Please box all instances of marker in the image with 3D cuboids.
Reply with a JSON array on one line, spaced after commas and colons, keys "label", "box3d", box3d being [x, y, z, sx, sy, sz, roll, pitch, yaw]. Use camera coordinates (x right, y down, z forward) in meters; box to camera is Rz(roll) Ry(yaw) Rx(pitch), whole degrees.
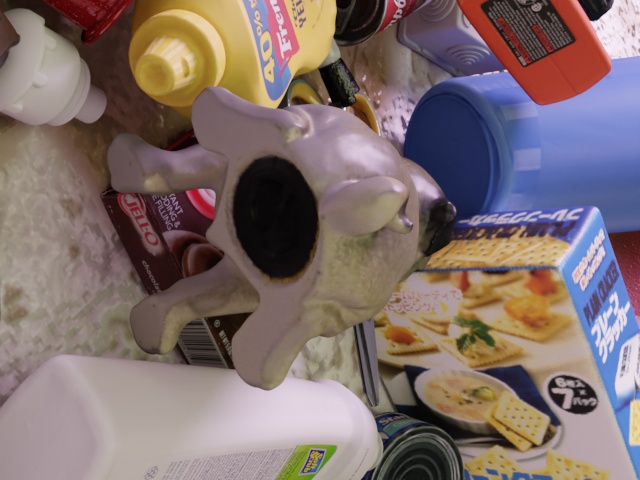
[{"label": "marker", "box3d": [-0.009, -0.133, 0.623, 0.020, 0.020, 0.121, -41, 109, -43]}]

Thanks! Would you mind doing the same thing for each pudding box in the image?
[{"label": "pudding box", "box3d": [-0.054, 0.001, 0.562, 0.089, 0.039, 0.113, -43, 120, -42]}]

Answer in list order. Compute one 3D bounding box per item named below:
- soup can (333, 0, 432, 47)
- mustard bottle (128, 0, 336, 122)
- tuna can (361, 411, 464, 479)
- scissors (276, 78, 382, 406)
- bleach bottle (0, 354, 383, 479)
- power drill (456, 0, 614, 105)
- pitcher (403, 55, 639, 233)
[{"label": "soup can", "box3d": [0.037, -0.167, 0.654, 0.102, 0.069, 0.068, -38, 116, -45]}, {"label": "mustard bottle", "box3d": [-0.044, -0.107, 0.518, 0.191, 0.058, 0.096, -58, 137, -60]}, {"label": "tuna can", "box3d": [0.049, 0.152, 0.665, 0.085, 0.034, 0.086, -5, 98, -38]}, {"label": "scissors", "box3d": [0.005, -0.013, 0.615, 0.096, 0.016, 0.201, 31, 49, -35]}, {"label": "bleach bottle", "box3d": [-0.050, 0.111, 0.532, 0.103, 0.068, 0.250, -50, 149, 17]}, {"label": "power drill", "box3d": [0.139, -0.172, 0.678, 0.184, 0.057, 0.187, 43, 34, -30]}, {"label": "pitcher", "box3d": [0.176, -0.068, 0.747, 0.242, 0.149, 0.145, -8, 82, -31]}]
